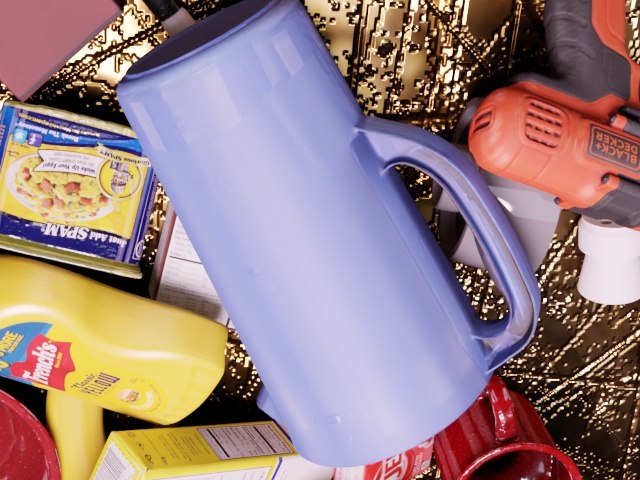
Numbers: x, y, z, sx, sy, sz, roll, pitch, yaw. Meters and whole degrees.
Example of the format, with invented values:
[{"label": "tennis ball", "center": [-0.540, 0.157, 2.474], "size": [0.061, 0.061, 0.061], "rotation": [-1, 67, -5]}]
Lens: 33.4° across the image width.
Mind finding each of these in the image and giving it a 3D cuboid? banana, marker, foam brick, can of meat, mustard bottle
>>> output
[{"label": "banana", "center": [-0.144, 0.146, 0.714], "size": [0.069, 0.037, 0.198], "rotation": [-6, 105, 4]}, {"label": "marker", "center": [-0.069, -0.107, 0.629], "size": [0.020, 0.020, 0.121], "rotation": [-33, 115, 8]}, {"label": "foam brick", "center": [-0.153, -0.126, 0.591], "size": [0.078, 0.053, 0.051], "rotation": [-39, 114, 10]}, {"label": "can of meat", "center": [-0.145, -0.030, 0.622], "size": [0.102, 0.057, 0.084], "rotation": [14, 90, -15]}, {"label": "mustard bottle", "center": [-0.157, 0.053, 0.623], "size": [0.191, 0.058, 0.096], "rotation": [23, 143, -27]}]

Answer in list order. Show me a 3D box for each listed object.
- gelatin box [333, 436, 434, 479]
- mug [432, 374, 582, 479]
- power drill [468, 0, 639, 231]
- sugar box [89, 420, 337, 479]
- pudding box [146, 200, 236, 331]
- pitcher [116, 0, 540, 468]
[{"label": "gelatin box", "center": [0.047, 0.130, 0.732], "size": [0.073, 0.030, 0.089], "rotation": [-18, 123, -41]}, {"label": "mug", "center": [0.123, 0.146, 0.741], "size": [0.093, 0.081, 0.117], "rotation": [-12, 116, -2]}, {"label": "power drill", "center": [0.177, -0.097, 0.590], "size": [0.184, 0.057, 0.187], "rotation": [18, 70, -20]}, {"label": "sugar box", "center": [-0.073, 0.167, 0.700], "size": [0.175, 0.048, 0.093], "rotation": [5, 119, -48]}, {"label": "pudding box", "center": [-0.054, 0.001, 0.672], "size": [0.090, 0.039, 0.113], "rotation": [12, 110, -13]}, {"label": "pitcher", "center": [0.001, -0.009, 0.584], "size": [0.149, 0.145, 0.243], "rotation": [-34, 111, -16]}]
